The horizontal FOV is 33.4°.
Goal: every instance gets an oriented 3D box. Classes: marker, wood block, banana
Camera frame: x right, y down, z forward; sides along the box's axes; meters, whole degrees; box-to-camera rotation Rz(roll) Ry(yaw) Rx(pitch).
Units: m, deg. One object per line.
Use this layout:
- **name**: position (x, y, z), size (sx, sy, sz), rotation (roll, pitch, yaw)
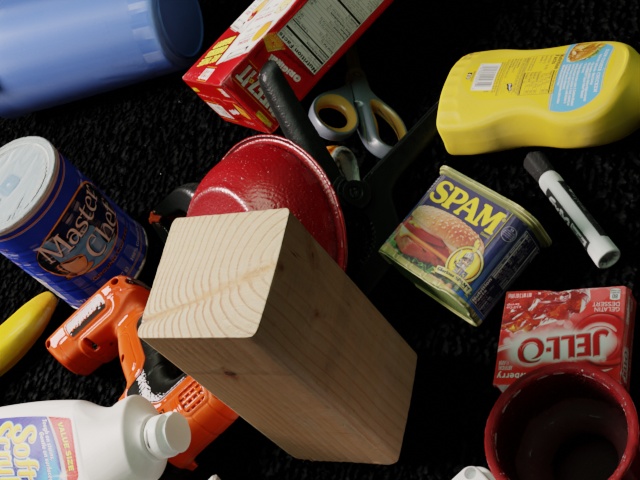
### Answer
- **marker**: position (0.185, -0.027, 0.796), size (0.020, 0.020, 0.121), rotation (-33, 47, 8)
- **wood block**: position (-0.020, 0.073, 0.727), size (0.091, 0.206, 0.090), rotation (-3, 58, 30)
- **banana**: position (-0.331, 0.115, 1.010), size (0.198, 0.037, 0.069), rotation (-27, 50, 13)

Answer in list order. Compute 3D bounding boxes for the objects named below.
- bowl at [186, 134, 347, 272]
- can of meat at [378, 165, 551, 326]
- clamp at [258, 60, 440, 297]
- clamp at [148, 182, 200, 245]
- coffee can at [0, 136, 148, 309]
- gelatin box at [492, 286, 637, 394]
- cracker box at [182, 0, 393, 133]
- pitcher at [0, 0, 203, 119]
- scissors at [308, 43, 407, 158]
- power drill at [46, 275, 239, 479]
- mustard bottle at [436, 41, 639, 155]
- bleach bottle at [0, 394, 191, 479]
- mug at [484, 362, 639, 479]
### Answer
- **bowl**: position (-0.055, 0.001, 0.819), size (0.162, 0.055, 0.162), rotation (11, 106, 44)
- **can of meat**: position (0.106, 0.004, 0.800), size (0.084, 0.057, 0.102), rotation (-50, 48, -5)
- **clamp**: position (0.032, -0.039, 0.854), size (0.164, 0.036, 0.210), rotation (1, 79, -13)
- **clamp**: position (-0.089, -0.015, 0.916), size (0.172, 0.039, 0.120), rotation (27, 111, 41)
- **coffee can**: position (-0.238, -0.013, 0.970), size (0.103, 0.140, 0.103), rotation (-17, 52, 22)
- **gelatin box**: position (0.168, 0.071, 0.731), size (0.089, 0.030, 0.073), rotation (-4, 57, 30)
- **cracker box**: position (-0.016, -0.199, 0.972), size (0.213, 0.072, 0.164), rotation (-48, 20, -5)
- **pitcher**: position (-0.247, -0.219, 1.141), size (0.243, 0.144, 0.149), rotation (-8, 67, 24)
- **scissors**: position (0.017, -0.141, 0.949), size (0.016, 0.096, 0.202), rotation (-66, 35, 38)
- **power drill**: position (-0.165, 0.133, 0.880), size (0.184, 0.057, 0.188), rotation (-41, 48, 6)
- **mustard bottle**: position (0.192, -0.112, 0.824), size (0.192, 0.058, 0.096), rotation (0, 46, 32)
- **bleach bottle**: position (-0.203, 0.161, 0.813), size (0.251, 0.068, 0.102), rotation (-19, 59, 30)
- **mug**: position (0.163, 0.141, 0.649), size (0.093, 0.081, 0.117), rotation (-35, 47, 6)
